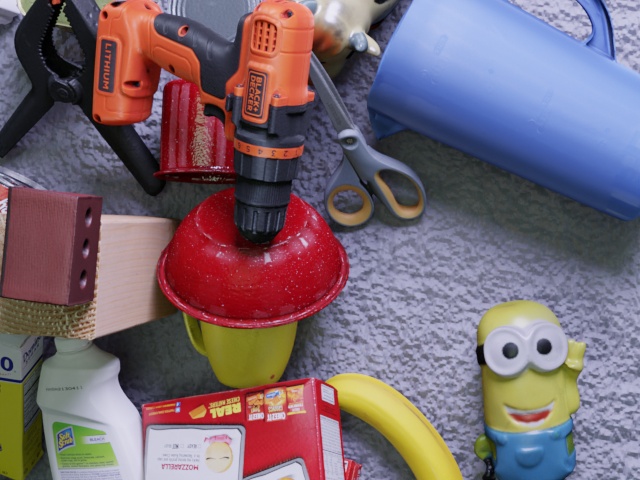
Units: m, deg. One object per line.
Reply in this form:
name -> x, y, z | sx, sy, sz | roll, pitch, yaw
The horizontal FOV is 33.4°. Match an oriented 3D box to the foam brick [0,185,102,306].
foam brick -> -0.187, 0.003, 0.747 | 0.051, 0.053, 0.078 | 6, 93, 9

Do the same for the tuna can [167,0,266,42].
tuna can -> -0.090, -0.202, 0.944 | 0.086, 0.033, 0.086 | 0, 92, 9

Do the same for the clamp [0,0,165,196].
clamp -> -0.203, -0.129, 0.913 | 0.164, 0.036, 0.210 | 18, 134, 3

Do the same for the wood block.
wood block -> -0.188, 0.024, 0.879 | 0.090, 0.206, 0.091 | 3, 92, 9

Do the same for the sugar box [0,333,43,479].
sugar box -> -0.293, 0.129, 0.936 | 0.093, 0.048, 0.176 | 18, 131, 8

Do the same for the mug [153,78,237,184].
mug -> -0.085, -0.094, 0.919 | 0.117, 0.093, 0.081 | 1, 87, 11

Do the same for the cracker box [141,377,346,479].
cracker box -> -0.059, 0.232, 0.882 | 0.164, 0.072, 0.214 | -12, 71, 19

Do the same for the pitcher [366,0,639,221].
pitcher -> 0.172, -0.123, 0.857 | 0.243, 0.149, 0.145 | 27, 60, 4

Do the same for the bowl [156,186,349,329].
bowl -> -0.056, 0.001, 0.879 | 0.162, 0.162, 0.055 | 7, 127, 9

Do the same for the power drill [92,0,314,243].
power drill -> -0.091, -0.105, 0.826 | 0.188, 0.057, 0.184 | 19, 110, 29

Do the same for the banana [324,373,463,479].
banana -> 0.071, 0.179, 0.930 | 0.198, 0.037, 0.070 | 43, 115, 7

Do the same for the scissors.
scissors -> 0.012, -0.073, 0.880 | 0.096, 0.016, 0.201 | -26, 131, 27

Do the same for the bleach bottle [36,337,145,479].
bleach bottle -> -0.184, 0.192, 0.928 | 0.102, 0.068, 0.251 | -7, 103, 10
